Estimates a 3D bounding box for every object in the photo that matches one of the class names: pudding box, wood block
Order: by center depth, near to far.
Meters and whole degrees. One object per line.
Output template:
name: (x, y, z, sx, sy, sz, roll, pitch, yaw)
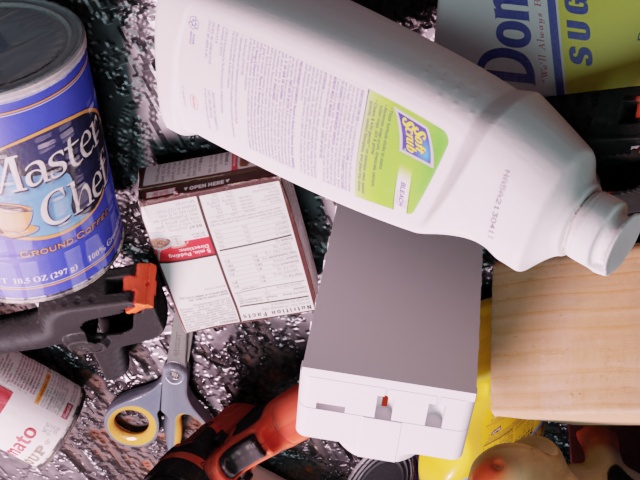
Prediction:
wood block: (0.199, 0.050, 0.559, 0.207, 0.090, 0.090, -10, 162, 44)
pudding box: (-0.054, 0.001, 0.653, 0.090, 0.039, 0.113, -10, 131, 5)

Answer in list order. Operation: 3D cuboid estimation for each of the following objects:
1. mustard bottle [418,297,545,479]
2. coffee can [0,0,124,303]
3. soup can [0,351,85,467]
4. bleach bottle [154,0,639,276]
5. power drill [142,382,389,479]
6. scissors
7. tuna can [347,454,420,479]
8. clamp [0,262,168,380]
mustard bottle: (0.108, 0.128, 0.708, 0.058, 0.096, 0.191, 36, 147, 38)
coffee can: (-0.171, -0.050, 0.596, 0.103, 0.102, 0.140, 4, 132, 8)
soup can: (-0.231, 0.112, 0.775, 0.102, 0.068, 0.069, 34, 129, -19)
bleach bottle: (0.029, -0.050, 0.498, 0.251, 0.068, 0.103, 32, 139, 29)
power drill: (-0.033, 0.128, 0.687, 0.188, 0.184, 0.057, -31, 94, 25)
scissors: (-0.122, 0.098, 0.774, 0.096, 0.016, 0.202, 2, 131, 10)
tuna can: (0.050, 0.191, 0.775, 0.033, 0.086, 0.086, 35, 128, -21)
clamp: (-0.159, 0.052, 0.680, 0.120, 0.039, 0.172, 5, 154, -27)
